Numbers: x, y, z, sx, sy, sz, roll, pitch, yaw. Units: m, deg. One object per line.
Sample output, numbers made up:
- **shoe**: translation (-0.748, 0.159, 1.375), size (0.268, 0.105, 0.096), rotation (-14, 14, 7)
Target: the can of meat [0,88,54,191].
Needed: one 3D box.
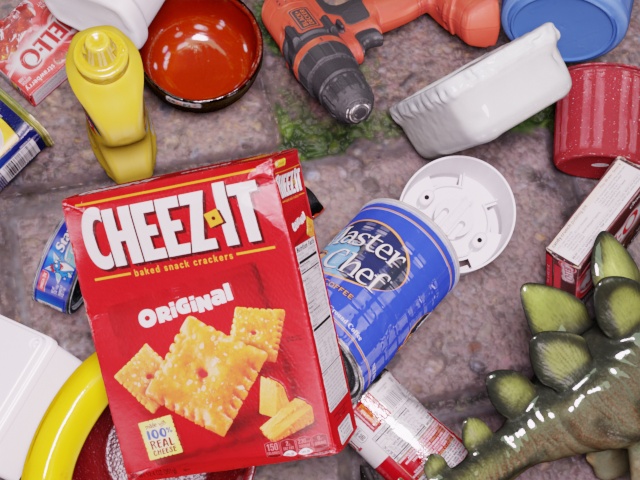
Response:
- **can of meat**: translation (-0.296, -0.091, 0.915), size (0.102, 0.057, 0.084), rotation (41, 77, 7)

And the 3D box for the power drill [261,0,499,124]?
- **power drill**: translation (0.059, -0.182, 0.939), size (0.187, 0.057, 0.184), rotation (-18, 48, -14)

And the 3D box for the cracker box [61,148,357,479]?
- **cracker box**: translation (-0.078, 0.056, 0.764), size (0.164, 0.072, 0.214), rotation (-10, 97, 16)

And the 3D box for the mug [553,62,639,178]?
- **mug**: translation (0.259, -0.101, 0.956), size (0.117, 0.093, 0.081), rotation (16, 75, -39)

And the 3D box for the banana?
- **banana**: translation (-0.183, 0.152, 0.811), size (0.069, 0.037, 0.198), rotation (23, 74, -25)

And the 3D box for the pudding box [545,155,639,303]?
- **pudding box**: translation (0.238, -0.004, 0.916), size (0.039, 0.090, 0.113), rotation (32, 73, 24)

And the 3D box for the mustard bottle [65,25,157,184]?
- **mustard bottle**: translation (-0.169, -0.118, 0.863), size (0.058, 0.192, 0.096), rotation (-14, 76, -9)

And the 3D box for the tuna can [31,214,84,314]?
- **tuna can**: translation (-0.203, 0.017, 0.877), size (0.034, 0.086, 0.086), rotation (23, 74, 0)

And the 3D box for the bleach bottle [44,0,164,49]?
- **bleach bottle**: translation (-0.137, -0.287, 0.929), size (0.103, 0.068, 0.250), rotation (23, 68, 17)

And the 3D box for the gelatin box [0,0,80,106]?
- **gelatin box**: translation (-0.251, -0.176, 0.956), size (0.073, 0.030, 0.089), rotation (43, 75, 7)

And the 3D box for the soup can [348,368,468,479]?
- **soup can**: translation (0.067, 0.162, 0.868), size (0.102, 0.068, 0.068), rotation (43, 75, 8)

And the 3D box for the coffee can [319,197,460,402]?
- **coffee can**: translation (0.033, 0.047, 0.861), size (0.103, 0.103, 0.140), rotation (41, 58, 7)
